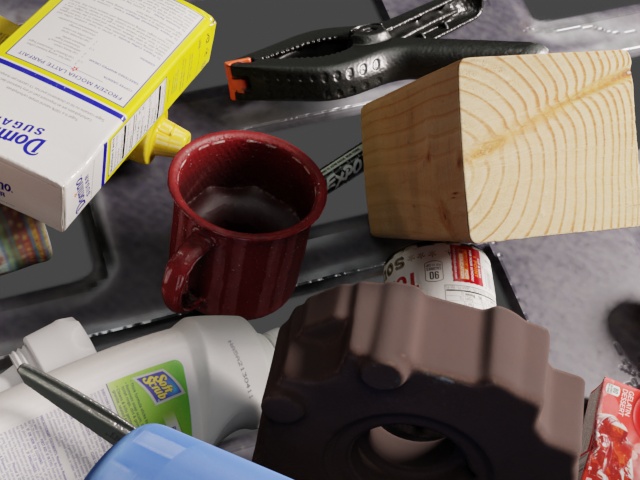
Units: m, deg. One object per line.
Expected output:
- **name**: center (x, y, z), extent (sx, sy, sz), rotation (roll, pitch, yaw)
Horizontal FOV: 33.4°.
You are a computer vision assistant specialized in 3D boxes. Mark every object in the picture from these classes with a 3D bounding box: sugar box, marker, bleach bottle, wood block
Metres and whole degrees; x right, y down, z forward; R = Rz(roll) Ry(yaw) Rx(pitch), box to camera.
- **sugar box**: center (-0.143, -0.090, 0.632), extent (0.093, 0.048, 0.176), rotation (26, 52, 8)
- **marker**: center (0.010, -0.044, 0.716), extent (0.121, 0.020, 0.020), rotation (-34, 70, -23)
- **bleach bottle**: center (-0.116, 0.113, 0.583), extent (0.250, 0.068, 0.102), rotation (-22, 98, -24)
- **wood block**: center (0.091, -0.048, 0.613), extent (0.090, 0.206, 0.090), rotation (-5, 92, -10)

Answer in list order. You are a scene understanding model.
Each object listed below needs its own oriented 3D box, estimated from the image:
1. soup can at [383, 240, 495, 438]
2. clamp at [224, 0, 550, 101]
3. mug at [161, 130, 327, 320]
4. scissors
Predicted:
- **soup can**: center (0.073, 0.059, 0.639), extent (0.068, 0.068, 0.102), rotation (2, 61, -6)
- **clamp**: center (0.042, -0.124, 0.722), extent (0.210, 0.036, 0.165), rotation (-14, 28, -10)
- **mug**: center (-0.054, 0.001, 0.634), extent (0.093, 0.082, 0.117), rotation (28, 46, 14)
- **scissors**: center (-0.074, 0.137, 0.556), extent (0.201, 0.096, 0.016), rotation (23, 26, -5)
